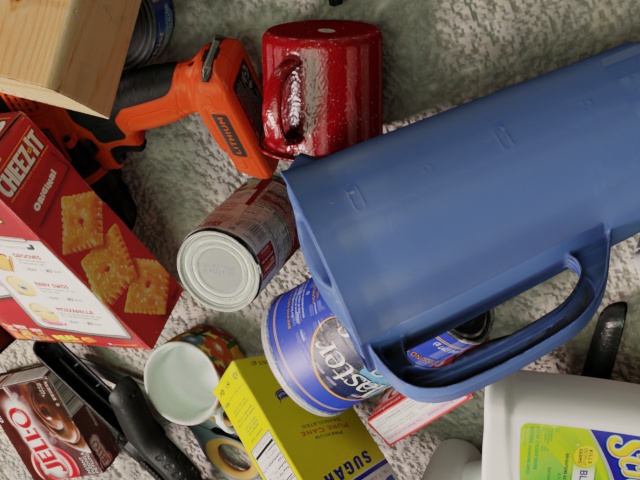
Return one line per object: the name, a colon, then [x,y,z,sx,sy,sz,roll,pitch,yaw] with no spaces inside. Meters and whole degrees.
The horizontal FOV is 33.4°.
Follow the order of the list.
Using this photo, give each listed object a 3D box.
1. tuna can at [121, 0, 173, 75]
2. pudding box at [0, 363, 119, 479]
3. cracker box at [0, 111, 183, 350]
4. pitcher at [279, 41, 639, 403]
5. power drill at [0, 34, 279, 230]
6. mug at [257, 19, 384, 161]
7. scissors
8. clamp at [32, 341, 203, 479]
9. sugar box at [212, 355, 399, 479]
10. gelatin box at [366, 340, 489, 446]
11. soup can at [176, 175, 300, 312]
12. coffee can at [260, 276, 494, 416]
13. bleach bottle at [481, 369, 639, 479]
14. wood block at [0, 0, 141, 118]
tuna can: [-0.153,-0.167,0.794,0.086,0.033,0.086,10,118,18]
pudding box: [-0.254,0.172,1.006,0.090,0.039,0.113,-15,108,29]
cracker box: [-0.233,-0.003,0.831,0.164,0.072,0.213,0,142,35]
pitcher: [0.110,-0.018,0.645,0.243,0.145,0.149,-24,103,-2]
power drill: [-0.128,-0.075,0.799,0.188,0.057,0.184,-6,138,19]
mug: [-0.004,-0.101,0.720,0.093,0.117,0.081,12,115,30]
scissors: [-0.127,0.163,0.961,0.202,0.016,0.096,8,115,19]
clamp: [-0.154,0.170,0.926,0.165,0.036,0.210,9,139,57]
sugar box: [-0.001,0.166,0.818,0.176,0.093,0.048,53,128,29]
gelatin box: [0.084,0.108,0.809,0.030,0.073,0.089,47,123,-5]
soup can: [-0.055,0.001,0.797,0.069,0.102,0.068,10,118,18]
coffee can: [0.041,0.057,0.784,0.141,0.102,0.103,-32,100,32]
bleach bottle: [0.238,0.142,0.731,0.251,0.068,0.102,2,116,10]
wood block: [-0.167,-0.197,0.697,0.091,0.090,0.206,15,88,15]
